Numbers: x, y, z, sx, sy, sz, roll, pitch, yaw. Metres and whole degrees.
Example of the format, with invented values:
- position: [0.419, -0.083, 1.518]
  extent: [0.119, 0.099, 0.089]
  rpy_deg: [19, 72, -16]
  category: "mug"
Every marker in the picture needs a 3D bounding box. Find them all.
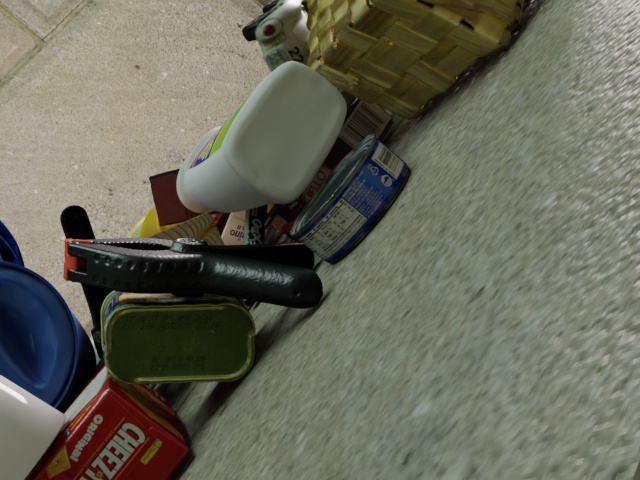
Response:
- position: [-0.056, 0.001, 0.889]
  extent: [0.020, 0.020, 0.121]
  rpy_deg: [-43, 35, 45]
  category: "marker"

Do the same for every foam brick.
- position: [-0.120, -0.049, 1.056]
  extent: [0.078, 0.053, 0.051]
  rpy_deg: [-15, 3, -41]
  category: "foam brick"

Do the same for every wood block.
- position: [-0.135, 0.037, 0.966]
  extent: [0.090, 0.090, 0.206]
  rpy_deg: [-23, 3, -12]
  category: "wood block"

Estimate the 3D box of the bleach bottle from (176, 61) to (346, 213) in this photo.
- position: [-0.068, -0.060, 0.846]
  extent: [0.102, 0.068, 0.251]
  rpy_deg: [-58, 15, -19]
  category: "bleach bottle"

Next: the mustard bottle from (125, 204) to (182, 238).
- position: [-0.173, -0.008, 1.178]
  extent: [0.096, 0.058, 0.192]
  rpy_deg: [-52, 8, -19]
  category: "mustard bottle"

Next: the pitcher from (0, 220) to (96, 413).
- position: [-0.254, 0.089, 0.888]
  extent: [0.149, 0.145, 0.243]
  rpy_deg: [-53, -1, -11]
  category: "pitcher"

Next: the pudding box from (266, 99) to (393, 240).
- position: [0.006, -0.060, 0.901]
  extent: [0.113, 0.039, 0.090]
  rpy_deg: [-54, 9, -20]
  category: "pudding box"

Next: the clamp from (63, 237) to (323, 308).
- position: [-0.077, 0.019, 0.682]
  extent: [0.120, 0.171, 0.039]
  rpy_deg: [-163, 73, -78]
  category: "clamp"

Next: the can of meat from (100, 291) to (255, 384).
- position: [-0.096, 0.062, 0.715]
  extent: [0.084, 0.102, 0.057]
  rpy_deg: [-161, 70, -79]
  category: "can of meat"

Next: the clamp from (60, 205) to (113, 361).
- position: [-0.192, 0.079, 0.974]
  extent: [0.036, 0.165, 0.210]
  rpy_deg: [-18, -36, -15]
  category: "clamp"

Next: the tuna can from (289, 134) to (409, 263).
- position: [0.019, -0.027, 0.704]
  extent: [0.086, 0.033, 0.086]
  rpy_deg: [-49, 8, 9]
  category: "tuna can"

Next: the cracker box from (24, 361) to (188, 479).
- position: [-0.170, 0.170, 0.728]
  extent: [0.164, 0.072, 0.214]
  rpy_deg: [-52, 7, -8]
  category: "cracker box"
